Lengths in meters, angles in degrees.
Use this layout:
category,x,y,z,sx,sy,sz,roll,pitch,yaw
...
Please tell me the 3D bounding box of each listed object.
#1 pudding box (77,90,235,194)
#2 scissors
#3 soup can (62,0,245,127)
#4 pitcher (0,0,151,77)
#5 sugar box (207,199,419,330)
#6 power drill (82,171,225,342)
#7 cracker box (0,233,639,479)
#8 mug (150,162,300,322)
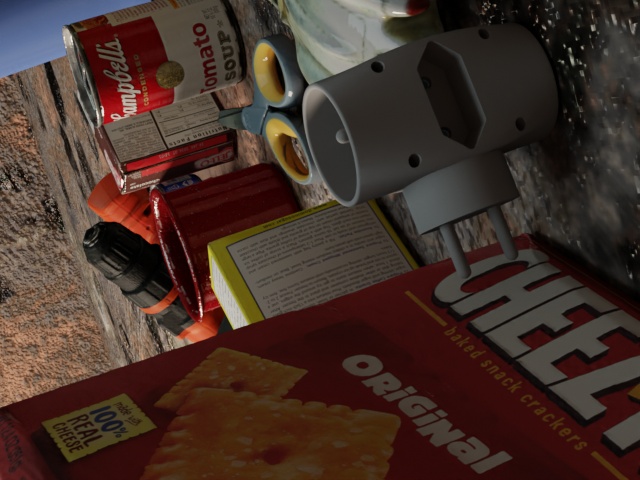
category,x,y,z,sx,sy,sz,roll,pitch,yaw
pudding box,-0.125,-0.095,0.800,0.039,0.090,0.113,97,149,-54
scissors,-0.041,-0.093,0.667,0.202,0.016,0.096,-138,34,-58
soup can,-0.108,-0.120,0.697,0.069,0.102,0.068,161,90,-73
pitcher,-0.267,-0.198,0.865,0.145,0.242,0.149,49,159,44
sugar box,0.022,0.061,0.505,0.048,0.093,0.176,93,153,-53
power drill,-0.147,0.009,0.925,0.184,0.057,0.188,43,-172,-37
cracker box,0.020,0.081,0.323,0.164,0.213,0.072,-137,33,-57
mug,-0.055,0.001,0.698,0.117,0.081,0.093,-144,38,-62
